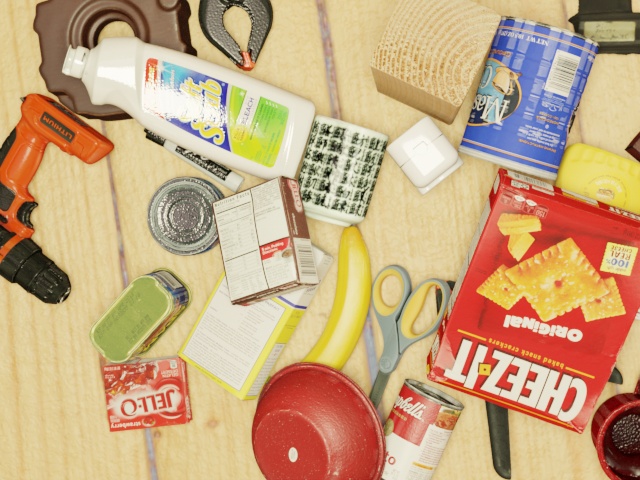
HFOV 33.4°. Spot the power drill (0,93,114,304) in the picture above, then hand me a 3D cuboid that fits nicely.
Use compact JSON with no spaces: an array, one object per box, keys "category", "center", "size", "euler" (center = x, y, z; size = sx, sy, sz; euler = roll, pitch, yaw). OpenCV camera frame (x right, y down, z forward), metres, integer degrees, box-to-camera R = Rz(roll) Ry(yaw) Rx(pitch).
[{"category":"power drill","center":[-0.305,-0.048,1.144],"size":[0.184,0.057,0.188],"euler":[37,95,4]}]

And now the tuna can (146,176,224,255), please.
[{"category":"tuna can","center":[-0.141,-0.026,1.141],"size":[0.086,0.033,0.086],"euler":[0,92,6]}]

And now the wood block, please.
[{"category":"wood block","center":[0.108,-0.176,1.025],"size":[0.091,0.206,0.090],"euler":[25,94,4]}]

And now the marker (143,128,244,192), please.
[{"category":"marker","center":[-0.137,-0.090,1.146],"size":[0.121,0.020,0.020],"euler":[32,94,4]}]

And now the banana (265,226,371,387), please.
[{"category":"banana","center":[0.012,0.085,1.127],"size":[0.069,0.037,0.198],"euler":[28,94,4]}]

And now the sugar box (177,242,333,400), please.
[{"category":"sugar box","center":[-0.068,0.069,1.123],"size":[0.093,0.048,0.176],"euler":[31,92,19]}]

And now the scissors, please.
[{"category":"scissors","center":[0.063,0.111,1.130],"size":[0.096,0.016,0.202],"euler":[44,111,26]}]

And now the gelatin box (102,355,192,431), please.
[{"category":"gelatin box","center":[-0.186,0.165,1.153],"size":[0.089,0.030,0.073],"euler":[-6,91,6]}]

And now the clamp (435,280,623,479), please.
[{"category":"clamp","center":[0.185,0.131,1.109],"size":[0.210,0.036,0.164],"euler":[43,87,5]}]

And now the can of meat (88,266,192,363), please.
[{"category":"can of meat","center":[-0.189,0.079,1.124],"size":[0.057,0.084,0.102],"euler":[43,95,3]}]

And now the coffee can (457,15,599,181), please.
[{"category":"coffee can","center":[0.206,-0.141,1.063],"size":[0.103,0.102,0.140],"euler":[17,98,5]}]

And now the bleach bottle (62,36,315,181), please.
[{"category":"bleach bottle","center":[-0.137,-0.136,1.082],"size":[0.250,0.068,0.102],"euler":[17,96,-14]}]

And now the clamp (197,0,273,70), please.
[{"category":"clamp","center":[-0.105,-0.264,1.125],"size":[0.120,0.039,0.171],"euler":[-5,89,0]}]

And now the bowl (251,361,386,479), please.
[{"category":"bowl","center":[-0.015,0.209,1.091],"size":[0.162,0.055,0.162],"euler":[7,103,31]}]

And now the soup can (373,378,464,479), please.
[{"category":"soup can","center":[0.098,0.204,1.107],"size":[0.068,0.068,0.102],"euler":[24,94,4]}]

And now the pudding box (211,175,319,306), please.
[{"category":"pudding box","center":[-0.057,0.001,1.075],"size":[0.090,0.039,0.113],"euler":[-19,74,31]}]

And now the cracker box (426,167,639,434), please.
[{"category":"cracker box","center":[0.213,0.059,1.025],"size":[0.164,0.072,0.214],"euler":[19,108,3]}]
